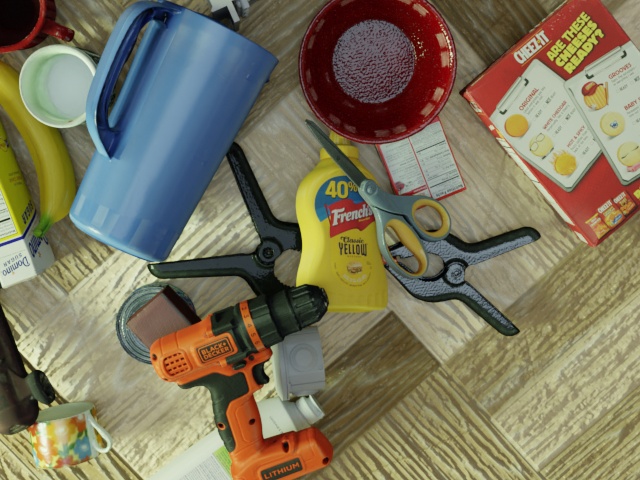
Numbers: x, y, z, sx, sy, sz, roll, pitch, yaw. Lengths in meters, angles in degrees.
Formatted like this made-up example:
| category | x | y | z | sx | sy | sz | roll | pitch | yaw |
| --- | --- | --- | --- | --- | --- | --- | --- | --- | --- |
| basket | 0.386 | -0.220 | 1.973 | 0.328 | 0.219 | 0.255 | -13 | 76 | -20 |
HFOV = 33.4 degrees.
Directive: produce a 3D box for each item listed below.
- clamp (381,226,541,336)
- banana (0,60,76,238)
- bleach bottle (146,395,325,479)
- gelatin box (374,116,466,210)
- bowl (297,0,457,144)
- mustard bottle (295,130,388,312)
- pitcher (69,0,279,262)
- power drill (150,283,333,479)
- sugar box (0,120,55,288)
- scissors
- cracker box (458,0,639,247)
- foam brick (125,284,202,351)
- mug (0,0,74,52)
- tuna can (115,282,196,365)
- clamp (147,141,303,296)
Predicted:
| category | x | y | z | sx | sy | sz | roll | pitch | yaw |
| --- | --- | --- | --- | --- | --- | --- | --- | --- | --- |
| clamp | 0.149 | 0.042 | 1.149 | 0.171 | 0.039 | 0.120 | 2 | 93 | 2 |
| banana | -0.296 | -0.103 | 1.102 | 0.037 | 0.069 | 0.198 | -21 | 89 | 23 |
| bleach bottle | -0.099 | 0.257 | 1.159 | 0.251 | 0.068 | 0.102 | -36 | 98 | 1 |
| gelatin box | 0.105 | -0.081 | 1.135 | 0.073 | 0.030 | 0.089 | -22 | 99 | 0 |
| bowl | 0.057 | -0.183 | 1.102 | 0.162 | 0.055 | 0.162 | 0 | 104 | -2 |
| mustard bottle | 0.021 | -0.022 | 1.112 | 0.096 | 0.058 | 0.191 | 3 | 81 | -27 |
| pitcher | -0.158 | -0.109 | 1.053 | 0.149 | 0.145 | 0.243 | 26 | 92 | -5 |
| power drill | -0.054 | 0.148 | 1.067 | 0.184 | 0.057 | 0.187 | -21 | 106 | 5 |
| sugar box | -0.328 | -0.046 | 1.095 | 0.048 | 0.093 | 0.176 | -22 | 99 | 1 |
| scissors | 0.068 | -0.056 | 1.096 | 0.096 | 0.016 | 0.202 | -33 | 102 | -22 |
| cracker box | 0.275 | -0.126 | 1.114 | 0.164 | 0.072 | 0.213 | -40 | 96 | 3 |
| foam brick | -0.154 | 0.093 | 1.104 | 0.051 | 0.053 | 0.078 | -42 | 96 | 4 |
| mug | -0.303 | -0.230 | 1.076 | 0.117 | 0.081 | 0.093 | 21 | 96 | -4 |
| tuna can | -0.175 | 0.089 | 1.147 | 0.086 | 0.034 | 0.086 | 0 | 98 | -2 |
| clamp | -0.057 | 0.001 | 1.137 | 0.210 | 0.036 | 0.164 | 25 | 90 | -8 |
